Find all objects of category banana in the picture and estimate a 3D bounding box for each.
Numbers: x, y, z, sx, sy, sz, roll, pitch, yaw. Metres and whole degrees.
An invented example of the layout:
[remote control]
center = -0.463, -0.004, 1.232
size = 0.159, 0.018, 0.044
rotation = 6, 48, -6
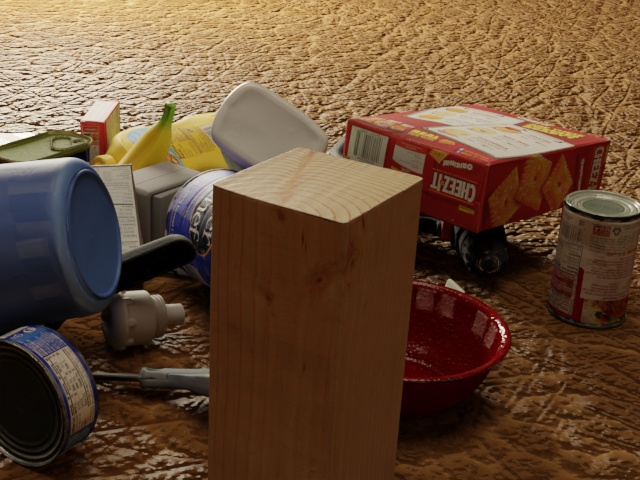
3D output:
[banana]
center = -0.204, -0.054, 1.040
size = 0.037, 0.069, 0.197
rotation = 23, 58, 25

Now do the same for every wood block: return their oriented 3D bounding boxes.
[wood block]
center = -0.006, 0.062, 0.635
size = 0.090, 0.206, 0.090
rotation = 17, 27, 29

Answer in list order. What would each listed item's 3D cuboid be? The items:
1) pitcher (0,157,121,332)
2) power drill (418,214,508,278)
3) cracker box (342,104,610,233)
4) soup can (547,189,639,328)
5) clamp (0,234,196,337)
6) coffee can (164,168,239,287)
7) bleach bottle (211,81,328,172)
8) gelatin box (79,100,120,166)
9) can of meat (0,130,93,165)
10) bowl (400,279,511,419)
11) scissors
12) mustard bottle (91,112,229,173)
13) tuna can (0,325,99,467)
[pitcher]
center = -0.269, 0.018, 0.733
size = 0.243, 0.149, 0.145
rotation = -8, -16, 11
[power drill]
center = 0.083, -0.015, 1.029
size = 0.187, 0.057, 0.184
rotation = 6, 19, -1
[cracker box]
center = 0.150, -0.074, 1.021
size = 0.164, 0.072, 0.213
rotation = 22, 23, 38
[soup can]
center = 0.235, 0.015, 0.916
size = 0.068, 0.102, 0.068
rotation = 3, 23, -1
[clamp]
center = -0.210, 0.059, 0.790
size = 0.210, 0.036, 0.164
rotation = -2, 42, 28
[coffee can]
center = -0.056, 0.001, 0.879
size = 0.102, 0.103, 0.140
rotation = -9, 16, -28
[bleach bottle]
center = -0.053, -0.077, 1.031
size = 0.102, 0.068, 0.251
rotation = 34, -8, -2
[gelatin box]
center = -0.243, -0.109, 1.181
size = 0.030, 0.073, 0.089
rotation = 2, 23, -1
[can of meat]
center = -0.267, -0.053, 1.029
size = 0.058, 0.084, 0.101
rotation = 16, 26, 28
[bowl]
center = 0.056, 0.084, 0.785
size = 0.162, 0.055, 0.162
rotation = 3, 23, -1
[scissors]
center = -0.109, 0.098, 0.745
size = 0.201, 0.016, 0.096
rotation = 1, -2, -7
[mustard bottle]
center = -0.170, -0.084, 1.144
size = 0.191, 0.058, 0.096
rotation = -17, 55, -38
[tuna can]
center = -0.183, 0.098, 0.679
size = 0.086, 0.086, 0.033
rotation = 16, 24, 27
